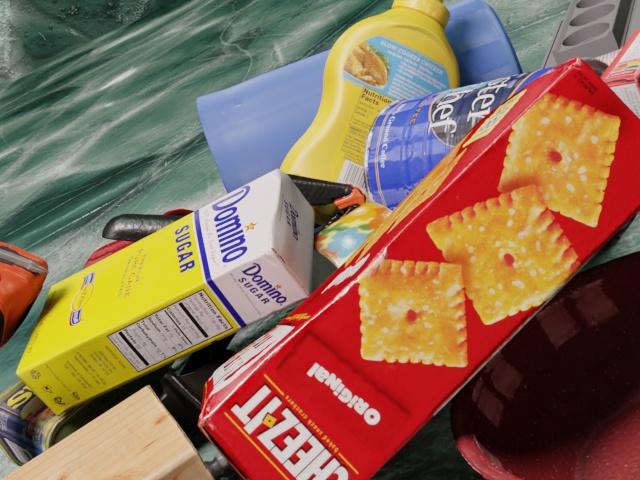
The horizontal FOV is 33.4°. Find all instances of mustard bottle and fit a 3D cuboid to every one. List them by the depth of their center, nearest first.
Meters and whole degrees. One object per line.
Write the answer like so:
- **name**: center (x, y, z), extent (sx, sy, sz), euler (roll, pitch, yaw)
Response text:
- **mustard bottle**: center (0.044, -0.097, 0.744), extent (0.191, 0.096, 0.058), euler (-67, 15, -4)

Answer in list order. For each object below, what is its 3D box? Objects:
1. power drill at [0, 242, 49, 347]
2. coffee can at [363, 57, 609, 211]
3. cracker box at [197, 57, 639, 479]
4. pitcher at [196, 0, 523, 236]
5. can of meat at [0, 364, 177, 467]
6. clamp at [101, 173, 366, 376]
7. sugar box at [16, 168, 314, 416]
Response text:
- **power drill**: center (-0.220, 0.105, 0.625), extent (0.185, 0.057, 0.187), euler (-48, 28, 48)
- **coffee can**: center (0.112, -0.049, 0.660), extent (0.141, 0.103, 0.102), euler (-6, 30, 45)
- **cracker box**: center (0.041, 0.025, 0.494), extent (0.213, 0.072, 0.164), euler (-43, 0, -7)
- **pitcher**: center (0.037, -0.087, 0.832), extent (0.243, 0.149, 0.145), euler (-23, 6, 5)
- **can of meat**: center (-0.149, 0.107, 0.684), extent (0.102, 0.057, 0.084), euler (-41, 27, -29)
- **clamp**: center (-0.055, 0.001, 0.695), extent (0.171, 0.120, 0.039), euler (-36, 10, 5)
- **sugar box**: center (-0.089, 0.029, 0.627), extent (0.176, 0.048, 0.093), euler (-29, 28, 18)
